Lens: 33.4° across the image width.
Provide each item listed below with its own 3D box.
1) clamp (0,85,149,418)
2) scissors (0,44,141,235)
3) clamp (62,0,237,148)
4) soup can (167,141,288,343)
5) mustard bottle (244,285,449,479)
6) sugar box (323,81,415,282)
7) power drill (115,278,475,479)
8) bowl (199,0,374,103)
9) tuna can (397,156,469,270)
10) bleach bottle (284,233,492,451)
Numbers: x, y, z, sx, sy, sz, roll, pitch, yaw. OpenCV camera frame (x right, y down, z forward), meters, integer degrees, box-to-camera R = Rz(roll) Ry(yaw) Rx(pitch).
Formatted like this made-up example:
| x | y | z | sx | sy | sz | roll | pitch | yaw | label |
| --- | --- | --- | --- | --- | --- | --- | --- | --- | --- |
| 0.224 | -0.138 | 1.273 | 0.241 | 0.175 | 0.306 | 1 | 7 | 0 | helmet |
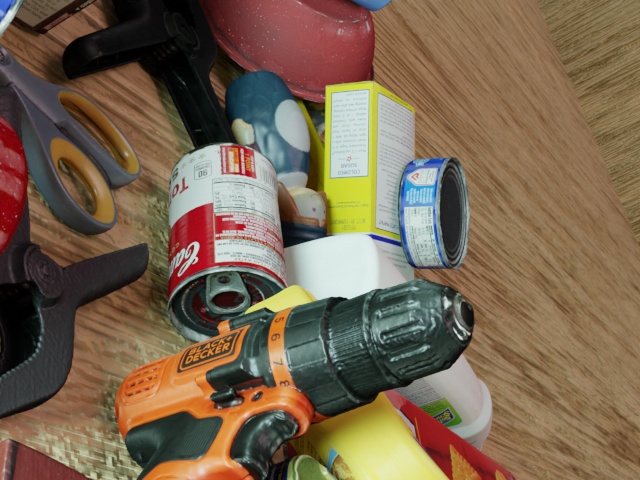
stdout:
| x | y | z | sx | sy | sz | roll | pitch | yaw | label |
| --- | --- | --- | --- | --- | --- | --- | --- | --- | --- |
| -0.126 | 0.021 | 0.470 | 0.120 | 0.039 | 0.171 | 42 | 36 | -34 | clamp |
| -0.159 | -0.072 | 0.531 | 0.201 | 0.016 | 0.096 | 40 | 31 | -45 | scissors |
| -0.106 | -0.128 | 0.688 | 0.164 | 0.036 | 0.210 | 39 | 30 | -47 | clamp |
| -0.054 | 0.001 | 0.616 | 0.068 | 0.069 | 0.102 | 43 | 29 | -41 | soup can |
| 0.025 | 0.116 | 0.540 | 0.192 | 0.058 | 0.096 | 52 | -20 | 35 | mustard bottle |
| 0.037 | -0.022 | 0.802 | 0.093 | 0.048 | 0.176 | 16 | 76 | -63 | sugar box |
| -0.030 | 0.099 | 0.426 | 0.057 | 0.185 | 0.187 | 53 | 33 | -23 | power drill |
| -0.015 | -0.181 | 0.838 | 0.162 | 0.055 | 0.162 | 22 | 38 | -19 | bowl |
| 0.087 | -0.020 | 0.811 | 0.086 | 0.034 | 0.086 | -1 | 90 | -67 | tuna can |
| 0.046 | 0.092 | 0.725 | 0.250 | 0.103 | 0.068 | 50 | 33 | -46 | bleach bottle |
